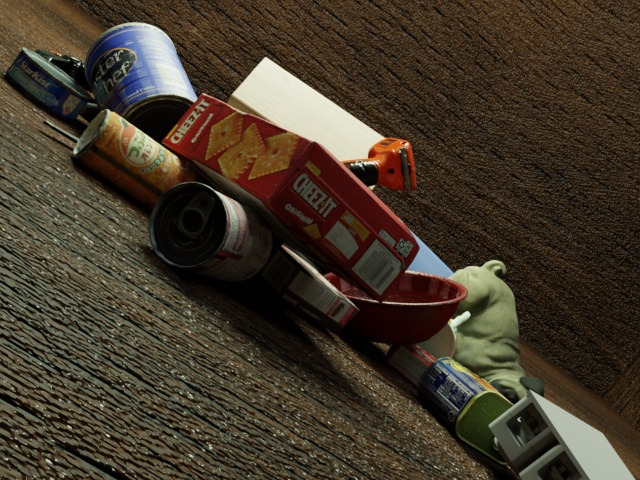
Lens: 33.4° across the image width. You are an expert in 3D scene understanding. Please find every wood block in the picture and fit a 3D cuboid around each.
[{"bbox_3d":[-0.018,-0.122,1.340,0.206,0.090,0.091,34,-37,1],"label":"wood block"}]

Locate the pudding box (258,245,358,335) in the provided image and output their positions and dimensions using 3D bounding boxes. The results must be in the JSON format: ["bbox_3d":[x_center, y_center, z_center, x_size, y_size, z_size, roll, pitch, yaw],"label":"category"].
[{"bbox_3d":[-0.024,0.040,1.073,0.090,0.039,0.114,35,6,-32],"label":"pudding box"}]

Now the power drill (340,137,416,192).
[{"bbox_3d":[0.002,-0.072,1.209,0.184,0.187,0.057,-140,-141,-73],"label":"power drill"}]

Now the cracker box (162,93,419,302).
[{"bbox_3d":[-0.029,-0.045,0.976,0.164,0.072,0.214,42,-6,-36],"label":"cracker box"}]

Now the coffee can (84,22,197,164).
[{"bbox_3d":[-0.185,-0.150,1.128,0.102,0.103,0.140,33,21,-43],"label":"coffee can"}]

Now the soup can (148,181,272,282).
[{"bbox_3d":[-0.087,-0.004,0.872,0.068,0.068,0.102,40,5,20],"label":"soup can"}]

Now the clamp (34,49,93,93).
[{"bbox_3d":[-0.285,-0.194,1.256,0.120,0.039,0.172,25,7,-25],"label":"clamp"}]

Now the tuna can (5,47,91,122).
[{"bbox_3d":[-0.282,-0.161,1.108,0.086,0.034,0.086,38,5,-4],"label":"tuna can"}]

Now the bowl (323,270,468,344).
[{"bbox_3d":[0.076,0.073,1.152,0.162,0.055,0.162,4,11,-1],"label":"bowl"}]

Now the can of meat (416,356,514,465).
[{"bbox_3d":[0.156,0.169,1.076,0.102,0.057,0.084,35,3,-35],"label":"can of meat"}]

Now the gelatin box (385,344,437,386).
[{"bbox_3d":[0.114,0.143,1.164,0.089,0.030,0.073,38,6,3],"label":"gelatin box"}]
